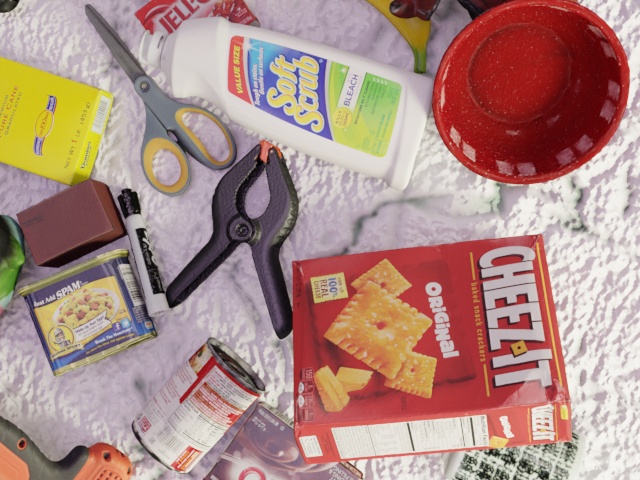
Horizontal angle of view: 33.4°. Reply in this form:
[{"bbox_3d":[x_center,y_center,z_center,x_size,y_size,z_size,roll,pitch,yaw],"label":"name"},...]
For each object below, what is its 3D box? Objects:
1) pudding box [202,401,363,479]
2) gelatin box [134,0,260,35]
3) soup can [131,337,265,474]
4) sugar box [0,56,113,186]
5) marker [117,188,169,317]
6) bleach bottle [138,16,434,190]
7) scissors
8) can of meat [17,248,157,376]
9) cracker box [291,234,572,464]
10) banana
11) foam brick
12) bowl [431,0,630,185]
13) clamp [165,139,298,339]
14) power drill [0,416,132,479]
[{"bbox_3d":[-0.033,0.207,0.927,0.113,0.039,0.090,36,93,8],"label":"pudding box"},{"bbox_3d":[-0.111,-0.199,0.961,0.089,0.030,0.073,-35,84,4],"label":"gelatin box"},{"bbox_3d":[-0.106,0.144,0.926,0.068,0.068,0.102,43,94,7],"label":"soup can"},{"bbox_3d":[-0.286,-0.118,0.974,0.176,0.048,0.093,18,90,7],"label":"sugar box"},{"bbox_3d":[-0.159,0.009,0.953,0.020,0.020,0.121,-19,74,6],"label":"marker"},{"bbox_3d":[-0.034,-0.125,0.915,0.251,0.068,0.102,16,89,2],"label":"bleach bottle"},{"bbox_3d":[-0.166,-0.120,0.972,0.202,0.016,0.096,38,93,8],"label":"scissors"},{"bbox_3d":[-0.205,0.065,0.949,0.102,0.057,0.084,-22,86,6],"label":"can of meat"},{"bbox_3d":[0.084,0.085,0.864,0.214,0.072,0.164,-7,51,8],"label":"cracker box"},{"bbox_3d":[0.023,-0.224,0.941,0.198,0.037,0.069,31,89,8],"label":"banana"},{"bbox_3d":[-0.222,-0.015,0.958,0.078,0.051,0.053,-24,84,6],"label":"foam brick"},{"bbox_3d":[0.170,-0.130,0.888,0.162,0.055,0.162,0,118,-1],"label":"bowl"},{"bbox_3d":[-0.056,0.001,0.940,0.120,0.039,0.171,23,94,9],"label":"clamp"},{"bbox_3d":[-0.280,0.220,0.908,0.187,0.057,0.184,41,81,-29],"label":"power drill"}]
